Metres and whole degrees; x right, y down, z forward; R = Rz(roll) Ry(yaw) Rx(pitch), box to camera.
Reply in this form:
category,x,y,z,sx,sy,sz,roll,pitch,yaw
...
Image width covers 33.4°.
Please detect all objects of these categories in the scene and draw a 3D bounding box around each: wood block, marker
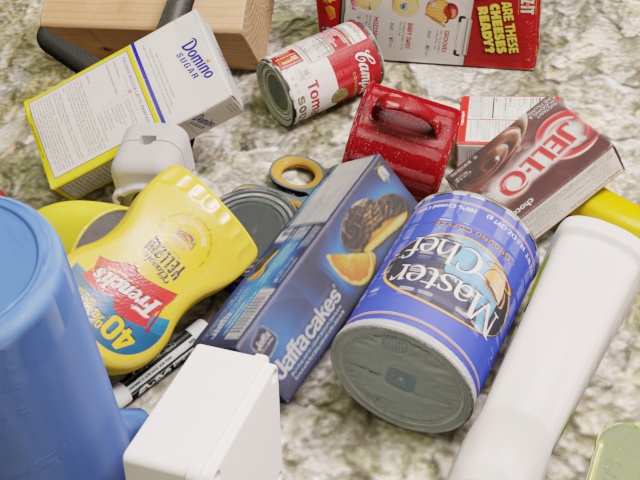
category,x,y,z,sx,sy,sz,roll,pitch,yaw
wood block,-0.159,-0.230,1.059,0.206,0.090,0.090,4,75,12
marker,-0.128,0.099,0.781,0.020,0.020,0.121,32,56,34

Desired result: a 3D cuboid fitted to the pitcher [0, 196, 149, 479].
category,x,y,z,sx,sy,sz,roll,pitch,yaw
pitcher,-0.190,0.095,0.606,0.145,0.243,0.149,9,49,7

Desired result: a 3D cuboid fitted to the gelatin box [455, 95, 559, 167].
category,x,y,z,sx,sy,sz,roll,pitch,yaw
gelatin box,0.165,-0.095,0.936,0.089,0.030,0.073,3,43,10

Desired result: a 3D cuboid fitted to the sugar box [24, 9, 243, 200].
category,x,y,z,sx,sy,sz,roll,pitch,yaw
sugar box,-0.161,-0.115,0.918,0.176,0.048,0.093,-25,71,6

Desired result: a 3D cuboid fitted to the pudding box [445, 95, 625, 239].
category,x,y,z,sx,sy,sz,roll,pitch,yaw
pudding box,0.170,-0.054,0.852,0.113,0.039,0.090,-40,40,3

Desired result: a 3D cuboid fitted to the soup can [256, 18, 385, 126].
category,x,y,z,sx,sy,sz,roll,pitch,yaw
soup can,0.000,-0.157,0.996,0.102,0.068,0.069,-27,47,-19

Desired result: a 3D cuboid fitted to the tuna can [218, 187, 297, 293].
category,x,y,z,sx,sy,sz,roll,pitch,yaw
tuna can,-0.056,0.001,0.852,0.086,0.034,0.086,-5,55,7

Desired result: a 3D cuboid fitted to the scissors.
category,x,y,z,sx,sy,sz,roll,pitch,yaw
scissors,0.022,-0.030,0.898,0.202,0.016,0.096,10,46,18

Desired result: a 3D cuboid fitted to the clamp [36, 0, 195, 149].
category,x,y,z,sx,sy,sz,roll,pitch,yaw
clamp,-0.173,-0.140,0.972,0.164,0.036,0.210,-16,70,9

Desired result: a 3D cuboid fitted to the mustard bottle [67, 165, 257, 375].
category,x,y,z,sx,sy,sz,roll,pitch,yaw
mustard bottle,-0.142,0.039,0.767,0.191,0.058,0.096,-44,97,-21

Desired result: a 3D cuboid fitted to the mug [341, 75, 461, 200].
category,x,y,z,sx,sy,sz,roll,pitch,yaw
mug,0.068,-0.085,0.876,0.081,0.117,0.093,18,68,5

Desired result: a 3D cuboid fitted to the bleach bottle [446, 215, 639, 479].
category,x,y,z,sx,sy,sz,roll,pitch,yaw
bleach bottle,0.136,0.100,0.682,0.068,0.103,0.250,24,50,16

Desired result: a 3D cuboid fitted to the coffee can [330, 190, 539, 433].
category,x,y,z,sx,sy,sz,roll,pitch,yaw
coffee can,0.082,0.048,0.745,0.103,0.103,0.140,15,48,22

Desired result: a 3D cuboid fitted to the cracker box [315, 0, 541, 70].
category,x,y,z,sx,sy,sz,roll,pitch,yaw
cracker box,0.102,-0.252,1.013,0.214,0.164,0.072,6,47,14
